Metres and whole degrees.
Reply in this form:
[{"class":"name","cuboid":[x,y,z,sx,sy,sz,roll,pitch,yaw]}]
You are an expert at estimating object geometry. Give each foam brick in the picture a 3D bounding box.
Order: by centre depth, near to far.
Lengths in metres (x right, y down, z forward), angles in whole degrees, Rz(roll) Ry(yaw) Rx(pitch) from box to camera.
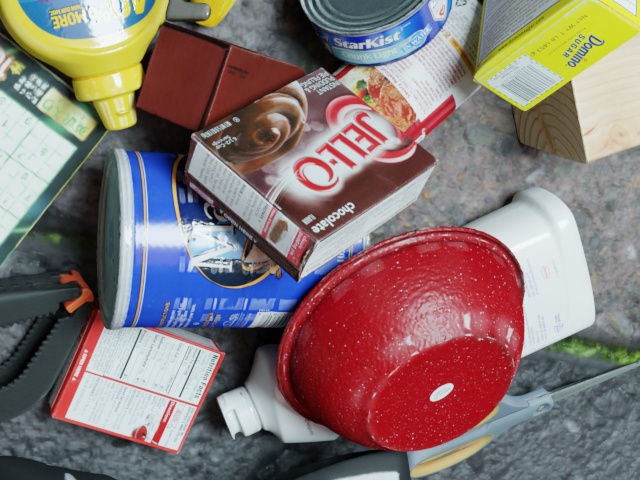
[{"class":"foam brick","cuboid":[-0.055,-0.087,0.611,0.078,0.051,0.053,7,105,-58]}]

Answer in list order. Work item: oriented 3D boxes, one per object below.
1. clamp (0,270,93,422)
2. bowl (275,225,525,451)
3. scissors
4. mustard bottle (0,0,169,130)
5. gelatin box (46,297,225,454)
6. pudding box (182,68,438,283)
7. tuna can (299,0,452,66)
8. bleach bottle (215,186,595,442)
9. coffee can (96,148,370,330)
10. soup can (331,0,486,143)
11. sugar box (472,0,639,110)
[{"class":"clamp","cuboid":[-0.227,0.081,0.611,0.210,0.036,0.164,-42,130,-6]},{"class":"bowl","cuboid":[0.058,0.071,0.616,0.162,0.055,0.162,-14,132,-16]},{"class":"scissors","cuboid":[0.145,0.107,0.739,0.201,0.016,0.096,-25,145,-9]},{"class":"mustard bottle","cuboid":[-0.134,-0.154,0.583,0.096,0.058,0.191,-19,109,-20]},{"class":"gelatin box","cuboid":[-0.114,0.085,0.665,0.089,0.030,0.073,22,96,-24]},{"class":"pudding box","cuboid":[-0.005,-0.039,0.576,0.113,0.090,0.039,-36,158,-40]},{"class":"tuna can","cuboid":[0.033,-0.144,0.624,0.086,0.086,0.033,-41,144,-5]},{"class":"bleach bottle","cuboid":[0.050,0.058,0.694,0.250,0.068,0.102,-23,113,-9]},{"class":"coffee can","cuboid":[-0.054,0.001,0.624,0.140,0.103,0.103,1,103,-18]},{"class":"soup can","cuboid":[0.059,-0.104,0.653,0.102,0.069,0.068,-42,112,-5]},{"class":"sugar box","cuboid":[0.137,-0.169,0.602,0.048,0.094,0.176,28,57,-21]}]
